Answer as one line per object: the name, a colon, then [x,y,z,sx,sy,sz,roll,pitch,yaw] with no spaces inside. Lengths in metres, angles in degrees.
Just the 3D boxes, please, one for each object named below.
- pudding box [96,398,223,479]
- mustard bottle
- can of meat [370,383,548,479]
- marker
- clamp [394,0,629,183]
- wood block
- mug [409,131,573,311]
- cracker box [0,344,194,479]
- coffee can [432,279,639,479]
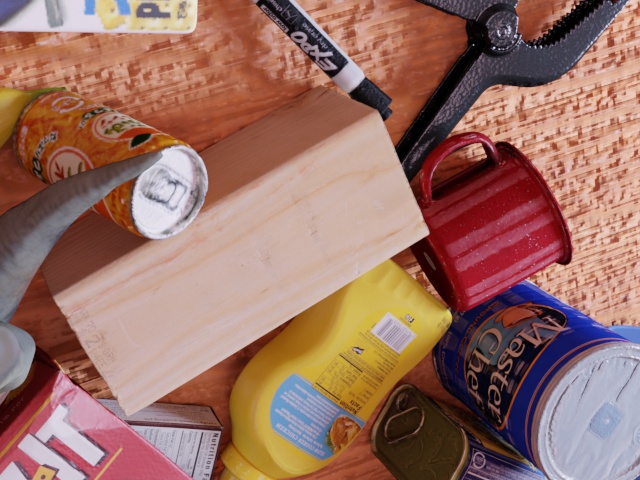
pudding box: [-0.126,0.150,0.685,0.113,0.039,0.090,8,102,-26]
mustard bottle: [-0.003,0.096,0.704,0.191,0.058,0.096,-50,129,-1]
can of meat: [0.096,0.151,0.738,0.083,0.102,0.057,26,96,-29]
marker: [-0.001,-0.117,0.644,0.121,0.020,0.020,44,87,-12]
clamp: [0.107,-0.126,0.690,0.209,0.036,0.164,-14,112,-13]
wood block: [-0.054,0.001,0.637,0.206,0.091,0.090,-31,116,-11]
mug: [0.101,-0.015,0.693,0.081,0.093,0.117,-29,121,-6]
cracker box: [-0.137,0.191,0.615,0.164,0.072,0.213,-51,119,-15]
coffee can: [0.152,0.093,0.718,0.102,0.140,0.103,-6,108,-20]
